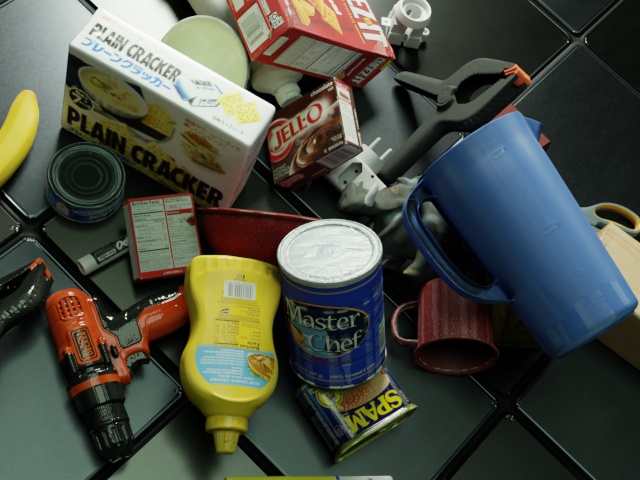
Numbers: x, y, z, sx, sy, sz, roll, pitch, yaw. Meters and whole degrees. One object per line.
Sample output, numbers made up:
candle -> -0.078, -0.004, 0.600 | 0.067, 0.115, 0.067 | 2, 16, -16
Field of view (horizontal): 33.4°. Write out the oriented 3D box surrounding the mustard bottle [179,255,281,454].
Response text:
mustard bottle -> -0.089, 0.114, 1.050 | 0.096, 0.058, 0.191 | 9, 67, -20

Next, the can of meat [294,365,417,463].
can of meat -> 0.036, 0.170, 1.121 | 0.102, 0.057, 0.084 | -26, 71, -27

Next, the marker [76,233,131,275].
marker -> -0.207, 0.002, 1.157 | 0.121, 0.020, 0.020 | -31, 76, -27

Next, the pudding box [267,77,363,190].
pudding box -> -0.009, -0.121, 1.226 | 0.039, 0.114, 0.090 | 21, 52, -49

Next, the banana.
banana -> -0.360, -0.088, 1.148 | 0.069, 0.037, 0.197 | 39, 60, 4

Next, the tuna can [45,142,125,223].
tuna can -> -0.257, -0.064, 1.168 | 0.086, 0.034, 0.086 | 7, 62, -13

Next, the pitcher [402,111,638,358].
pitcher -> 0.209, 0.003, 1.110 | 0.243, 0.149, 0.144 | 57, 31, 11

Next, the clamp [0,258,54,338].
clamp -> -0.321, 0.080, 1.043 | 0.120, 0.039, 0.171 | 17, 49, 41

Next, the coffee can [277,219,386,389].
coffee can -> 0.013, 0.064, 1.074 | 0.103, 0.140, 0.103 | -3, 37, 2

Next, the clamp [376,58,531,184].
clamp -> 0.150, -0.150, 1.251 | 0.036, 0.210, 0.164 | 33, 61, -35

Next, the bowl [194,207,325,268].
bowl -> -0.057, 0.001, 1.139 | 0.162, 0.162, 0.055 | 7, 87, -13

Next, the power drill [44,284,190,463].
power drill -> -0.169, 0.116, 1.088 | 0.187, 0.057, 0.184 | -16, 73, -24

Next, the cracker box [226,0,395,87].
cracker box -> -0.021, -0.280, 1.268 | 0.213, 0.072, 0.164 | 3, 58, -52

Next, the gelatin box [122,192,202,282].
gelatin box -> -0.169, -0.004, 1.148 | 0.073, 0.030, 0.089 | -8, 85, -26

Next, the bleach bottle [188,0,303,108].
bleach bottle -> -0.098, -0.269, 1.302 | 0.102, 0.068, 0.251 | -20, 73, -28

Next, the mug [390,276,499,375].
mug -> 0.136, 0.092, 1.176 | 0.117, 0.093, 0.081 | -1, 58, 6
